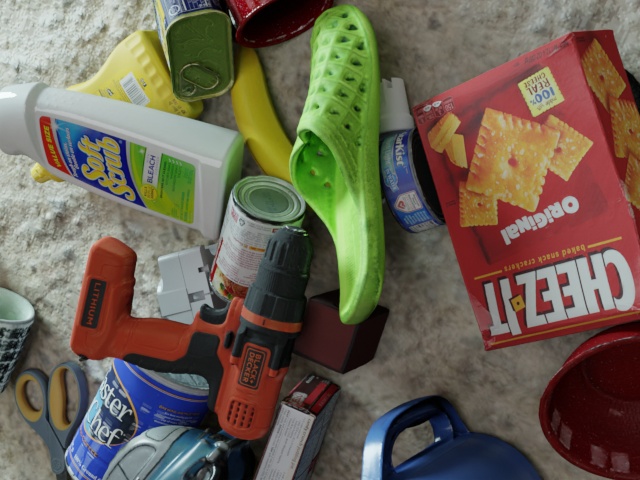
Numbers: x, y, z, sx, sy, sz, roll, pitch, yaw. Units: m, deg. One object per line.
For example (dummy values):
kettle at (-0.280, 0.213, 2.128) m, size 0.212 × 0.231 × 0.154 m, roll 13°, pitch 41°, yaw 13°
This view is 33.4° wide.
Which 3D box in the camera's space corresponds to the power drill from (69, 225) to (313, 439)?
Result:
power drill at (-0.107, 0.057, 0.896) m, size 0.188 × 0.057 × 0.184 m, roll 17°, pitch 98°, yaw 12°

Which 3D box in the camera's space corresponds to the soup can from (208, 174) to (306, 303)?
soup can at (-0.056, 0.001, 0.945) m, size 0.068 × 0.068 × 0.102 m, roll 33°, pitch 130°, yaw 19°

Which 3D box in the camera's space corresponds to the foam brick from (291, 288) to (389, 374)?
foam brick at (0.019, 0.078, 0.931) m, size 0.053 × 0.078 × 0.051 m, roll 21°, pitch 102°, yaw 19°

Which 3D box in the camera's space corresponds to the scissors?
scissors at (-0.285, 0.220, 1.112) m, size 0.096 × 0.016 × 0.202 m, roll 13°, pitch 99°, yaw 25°

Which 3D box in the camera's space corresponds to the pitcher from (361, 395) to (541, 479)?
pitcher at (0.073, 0.225, 0.826) m, size 0.149 × 0.242 × 0.145 m, roll 34°, pitch 108°, yaw 26°

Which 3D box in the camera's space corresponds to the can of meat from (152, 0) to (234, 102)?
can of meat at (-0.116, -0.189, 0.950) m, size 0.057 × 0.102 × 0.084 m, roll -14°, pitch 55°, yaw -11°

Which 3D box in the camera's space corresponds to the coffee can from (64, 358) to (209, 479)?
coffee can at (-0.165, 0.166, 1.005) m, size 0.103 × 0.102 × 0.140 m, roll 34°, pitch 107°, yaw 18°

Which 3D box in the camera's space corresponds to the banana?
banana at (-0.030, -0.088, 0.966) m, size 0.069 × 0.037 × 0.198 m, roll -40°, pitch 79°, yaw -7°

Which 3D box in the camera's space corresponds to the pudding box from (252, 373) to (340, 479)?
pudding box at (-0.025, 0.184, 0.949) m, size 0.039 × 0.090 × 0.113 m, roll 20°, pitch 103°, yaw 12°

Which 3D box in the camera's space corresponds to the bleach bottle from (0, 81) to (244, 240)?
bleach bottle at (-0.199, -0.081, 0.973) m, size 0.251 × 0.068 × 0.103 m, roll 15°, pitch 127°, yaw 6°

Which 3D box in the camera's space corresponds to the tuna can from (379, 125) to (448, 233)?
tuna can at (0.080, -0.050, 0.889) m, size 0.034 × 0.086 × 0.086 m, roll -18°, pitch 86°, yaw 25°

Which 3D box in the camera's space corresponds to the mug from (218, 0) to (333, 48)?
mug at (-0.053, -0.222, 0.942) m, size 0.117 × 0.093 × 0.081 m, roll -37°, pitch 73°, yaw 46°

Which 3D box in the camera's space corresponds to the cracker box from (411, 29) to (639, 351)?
cracker box at (0.175, -0.034, 0.828) m, size 0.164 × 0.071 × 0.214 m, roll -20°, pitch 85°, yaw 45°

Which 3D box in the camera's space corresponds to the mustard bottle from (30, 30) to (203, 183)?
mustard bottle at (-0.210, -0.112, 1.030) m, size 0.192 × 0.058 × 0.096 m, roll -33°, pitch 90°, yaw 23°
